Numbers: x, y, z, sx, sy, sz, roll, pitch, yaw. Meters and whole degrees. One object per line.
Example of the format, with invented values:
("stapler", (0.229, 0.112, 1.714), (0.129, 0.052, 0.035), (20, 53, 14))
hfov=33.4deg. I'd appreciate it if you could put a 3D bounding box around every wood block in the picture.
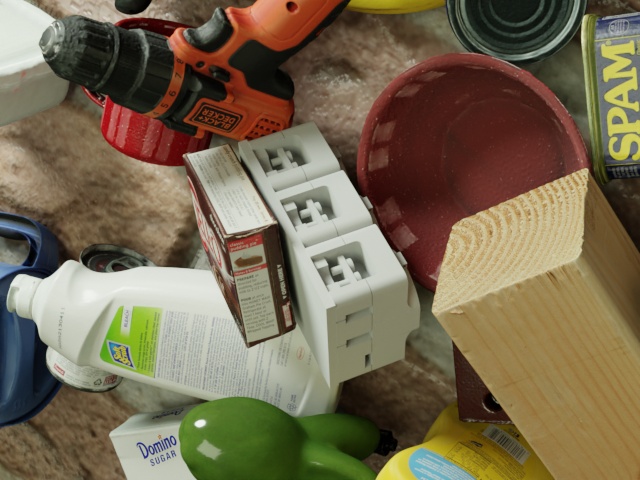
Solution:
("wood block", (0.161, 0.075, 0.617), (0.091, 0.090, 0.206), (-24, 115, 30))

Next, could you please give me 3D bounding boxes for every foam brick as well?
("foam brick", (0.121, 0.078, 0.708), (0.053, 0.051, 0.078), (-2, 101, 29))

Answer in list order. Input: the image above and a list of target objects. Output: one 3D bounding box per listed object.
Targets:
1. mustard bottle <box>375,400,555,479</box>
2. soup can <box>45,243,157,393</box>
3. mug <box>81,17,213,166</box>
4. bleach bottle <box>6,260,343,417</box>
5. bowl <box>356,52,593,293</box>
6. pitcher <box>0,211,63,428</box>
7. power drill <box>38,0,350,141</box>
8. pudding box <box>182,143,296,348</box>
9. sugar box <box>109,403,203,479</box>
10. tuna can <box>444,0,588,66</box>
("mustard bottle", (0.084, 0.167, 0.667), (0.096, 0.191, 0.058), (38, 116, 16))
("soup can", (-0.175, 0.063, 0.858), (0.068, 0.068, 0.102), (33, 116, 18))
("mug", (-0.124, -0.110, 0.775), (0.117, 0.093, 0.082), (21, 116, 6))
("bleach bottle", (-0.103, 0.059, 0.774), (0.251, 0.068, 0.103), (13, 109, 6))
("bowl", (0.105, -0.042, 0.680), (0.162, 0.055, 0.162), (12, 113, 32))
("pitcher", (-0.335, 0.057, 0.921), (0.243, 0.149, 0.145), (12, 122, 29))
("power drill", (-0.053, -0.143, 0.650), (0.188, 0.184, 0.057), (-44, 52, 31))
("pudding box", (-0.055, 0.001, 0.704), (0.114, 0.039, 0.090), (-126, 21, -52))
("sugar box", (-0.093, 0.218, 0.846), (0.093, 0.048, 0.176), (-12, 100, 31))
("tuna can", (0.118, -0.150, 0.648), (0.086, 0.033, 0.086), (3, 119, 5))
